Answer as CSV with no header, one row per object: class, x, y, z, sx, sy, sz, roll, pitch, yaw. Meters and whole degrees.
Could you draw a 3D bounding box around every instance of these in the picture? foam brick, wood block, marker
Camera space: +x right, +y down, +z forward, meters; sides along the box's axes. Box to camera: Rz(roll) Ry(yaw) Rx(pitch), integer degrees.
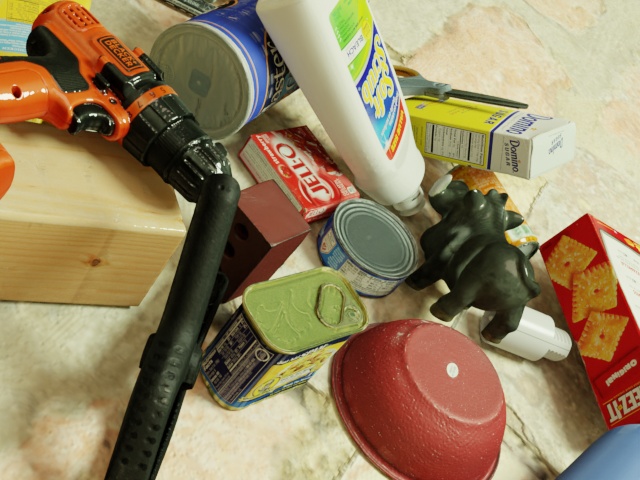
foam brick,-0.055,0.001,0.819,0.053,0.078,0.051,51,39,14
wood block,-0.208,-0.020,0.708,0.205,0.091,0.090,6,48,-34
marker,-0.135,-0.232,1.028,0.121,0.020,0.020,24,41,-18

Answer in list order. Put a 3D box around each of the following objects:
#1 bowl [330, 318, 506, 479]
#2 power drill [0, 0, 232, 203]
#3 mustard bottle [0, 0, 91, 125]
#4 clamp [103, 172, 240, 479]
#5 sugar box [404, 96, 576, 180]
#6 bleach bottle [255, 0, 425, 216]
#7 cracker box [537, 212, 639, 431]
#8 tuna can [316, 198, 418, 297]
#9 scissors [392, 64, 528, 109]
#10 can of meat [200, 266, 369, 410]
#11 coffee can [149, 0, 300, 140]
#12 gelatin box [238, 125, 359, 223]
bowl,0.090,0.118,0.839,0.162,0.055,0.162,21,41,-21
power drill,-0.164,-0.072,0.675,0.184,0.057,0.187,44,35,14
mustard bottle,-0.230,-0.149,0.841,0.096,0.058,0.191,13,45,-26
clamp,-0.093,0.068,0.678,0.036,0.165,0.210,17,57,1
sugar box,0.147,-0.104,1.029,0.176,0.048,0.093,13,24,36
bleach bottle,0.036,-0.128,0.943,0.250,0.068,0.102,59,43,-33
cracker box,0.302,0.097,0.993,0.164,0.072,0.214,25,39,-37
tuna can,0.040,0.007,0.922,0.086,0.034,0.086,21,42,-21
scissors,0.099,-0.145,1.049,0.096,0.016,0.202,-19,29,-31
can of meat,-0.028,0.071,0.766,0.101,0.084,0.057,-14,62,-45
coffee can,-0.070,-0.160,0.942,0.103,0.103,0.140,42,39,4
gelatin box,-0.018,-0.058,0.942,0.073,0.030,0.089,-17,64,-46
